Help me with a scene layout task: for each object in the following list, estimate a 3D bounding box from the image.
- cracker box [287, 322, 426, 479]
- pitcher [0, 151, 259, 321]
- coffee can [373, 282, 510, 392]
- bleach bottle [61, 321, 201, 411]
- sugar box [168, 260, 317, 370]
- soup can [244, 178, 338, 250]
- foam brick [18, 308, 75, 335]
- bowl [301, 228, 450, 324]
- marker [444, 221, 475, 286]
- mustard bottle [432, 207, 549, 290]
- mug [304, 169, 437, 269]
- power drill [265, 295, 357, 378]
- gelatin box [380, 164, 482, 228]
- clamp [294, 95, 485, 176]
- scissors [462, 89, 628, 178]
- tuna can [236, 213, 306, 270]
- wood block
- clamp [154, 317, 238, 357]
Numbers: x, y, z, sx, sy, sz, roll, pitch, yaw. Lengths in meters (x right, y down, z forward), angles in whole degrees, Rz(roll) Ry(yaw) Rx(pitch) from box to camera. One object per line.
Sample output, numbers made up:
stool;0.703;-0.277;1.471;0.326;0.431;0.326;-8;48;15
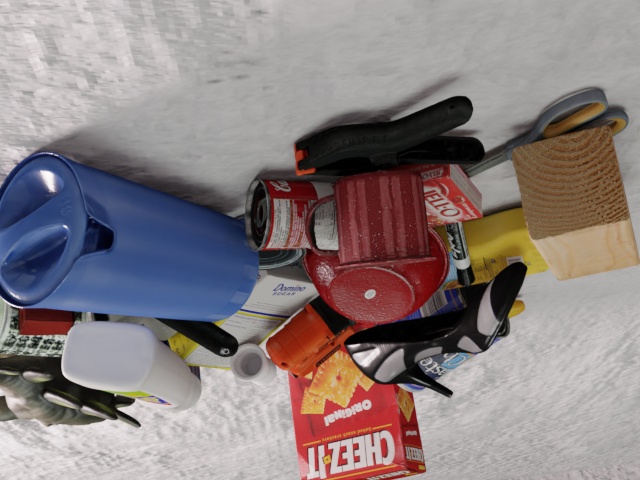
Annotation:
cracker box;0.043;0.224;1.459;0.164;0.214;0.072;-18;156;26
pitcher;-0.180;0.008;0.986;0.145;0.149;0.242;-45;146;22
coffee can;0.148;0.110;1.320;0.140;0.103;0.102;-38;146;28
bleach bottle;-0.183;0.148;1.164;0.103;0.068;0.250;4;164;15
sugar box;-0.087;0.081;1.228;0.093;0.048;0.176;14;130;-46
soup can;-0.014;-0.023;1.021;0.102;0.068;0.069;1;157;-21
foam brick;-0.289;0.057;1.120;0.051;0.078;0.053;1;157;-24
bowl;0.056;0.039;1.132;0.162;0.055;0.162;5;135;5
marker;0.144;0.001;1.119;0.020;0.020;0.121;-11;127;10
mustard bottle;0.153;0.016;1.184;0.192;0.058;0.096;-12;148;12
mug;0.044;-0.017;0.966;0.117;0.081;0.093;-6;177;10
power drill;0.011;0.098;1.296;0.184;0.057;0.188;-35;169;-12
gelatin box;0.107;-0.045;1.034;0.073;0.030;0.089;-12;150;26
clamp;0.060;-0.087;0.924;0.171;0.039;0.120;-8;158;3
scissors;0.204;-0.086;1.004;0.096;0.016;0.202;6;155;-30
tuna can;-0.057;0.001;1.114;0.086;0.034;0.086;-6;158;-3
wood block;0.251;-0.029;1.032;0.090;0.091;0.206;-13;164;16
clamp;-0.184;0.055;1.102;0.209;0.165;0.036;15;111;-30
